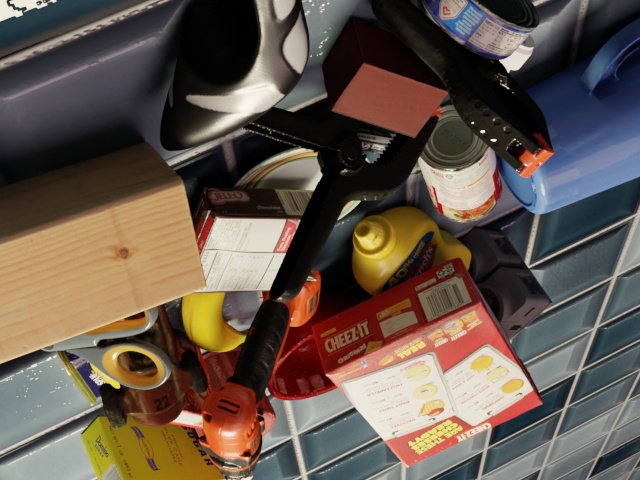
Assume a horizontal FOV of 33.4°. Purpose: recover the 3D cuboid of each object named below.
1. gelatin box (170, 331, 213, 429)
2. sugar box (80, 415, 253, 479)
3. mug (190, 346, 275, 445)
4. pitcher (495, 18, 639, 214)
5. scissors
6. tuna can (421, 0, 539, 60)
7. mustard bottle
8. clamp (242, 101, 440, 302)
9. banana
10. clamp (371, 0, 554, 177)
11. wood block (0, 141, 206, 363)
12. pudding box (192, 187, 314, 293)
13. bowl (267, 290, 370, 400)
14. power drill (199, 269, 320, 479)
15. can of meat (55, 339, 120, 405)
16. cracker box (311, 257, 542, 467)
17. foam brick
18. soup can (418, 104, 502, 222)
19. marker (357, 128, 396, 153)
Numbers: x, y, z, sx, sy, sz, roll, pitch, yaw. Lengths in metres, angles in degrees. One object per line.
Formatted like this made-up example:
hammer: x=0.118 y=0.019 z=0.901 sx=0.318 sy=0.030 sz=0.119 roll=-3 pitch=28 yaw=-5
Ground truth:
gelatin box: x=-0.134 y=0.130 z=1.012 sx=0.030 sy=0.089 sz=0.073 roll=-29 pitch=154 yaw=18
sugar box: x=-0.162 y=0.233 z=1.149 sx=0.175 sy=0.093 sz=0.048 roll=3 pitch=137 yaw=-47
mug: x=-0.104 y=0.178 z=1.125 sx=0.093 sy=0.081 sz=0.117 roll=-1 pitch=140 yaw=-43
pitcher: x=0.278 y=-0.125 z=0.962 sx=0.242 sy=0.149 sz=0.145 roll=-24 pitch=-170 yaw=-5
scissors: x=-0.195 y=0.090 z=0.836 sx=0.202 sy=0.096 sz=0.016 roll=-22 pitch=-161 yaw=32
tuna can: x=0.114 y=-0.170 z=0.768 sx=0.085 sy=0.086 sz=0.034 roll=0 pitch=141 yaw=-43
mustard bottle: x=0.082 y=0.016 z=1.062 sx=0.096 sy=0.058 sz=0.191 roll=-50 pitch=148 yaw=5
clamp: x=0.014 y=-0.055 z=0.833 sx=0.209 sy=0.164 sz=0.036 roll=-21 pitch=-168 yaw=-32
banana: x=-0.099 y=0.058 z=0.992 sx=0.069 sy=0.037 sz=0.198 roll=-42 pitch=157 yaw=-20
clamp: x=0.105 y=-0.120 z=0.768 sx=0.120 sy=0.171 sz=0.039 roll=4 pitch=135 yaw=-34
wood block: x=-0.196 y=0.014 z=0.739 sx=0.205 sy=0.090 sz=0.091 roll=-20 pitch=120 yaw=-18
pudding box: x=-0.056 y=0.001 z=0.884 sx=0.113 sy=0.039 sz=0.090 roll=2 pitch=134 yaw=-30
bowl: x=0.006 y=0.103 z=1.136 sx=0.162 sy=0.055 sz=0.162 roll=-23 pitch=151 yaw=-14
power drill: x=-0.055 y=0.122 z=0.990 sx=0.057 sy=0.187 sz=0.184 roll=18 pitch=154 yaw=5
can of meat: x=-0.184 y=0.089 z=0.936 sx=0.084 sy=0.057 sz=0.102 roll=-27 pitch=151 yaw=-10
cracker box: x=0.112 y=0.127 z=1.080 sx=0.164 sy=0.072 sz=0.213 roll=-27 pitch=137 yaw=10
foam brick: x=0.047 y=-0.120 z=0.797 sx=0.078 sy=0.053 sz=0.051 roll=15 pitch=134 yaw=-25
soup can: x=0.125 y=-0.068 z=0.961 sx=0.068 sy=0.068 sz=0.102 roll=-30 pitch=151 yaw=0
marker: x=0.025 y=-0.086 z=0.889 sx=0.120 sy=0.020 sz=0.020 roll=4 pitch=137 yaw=-47
